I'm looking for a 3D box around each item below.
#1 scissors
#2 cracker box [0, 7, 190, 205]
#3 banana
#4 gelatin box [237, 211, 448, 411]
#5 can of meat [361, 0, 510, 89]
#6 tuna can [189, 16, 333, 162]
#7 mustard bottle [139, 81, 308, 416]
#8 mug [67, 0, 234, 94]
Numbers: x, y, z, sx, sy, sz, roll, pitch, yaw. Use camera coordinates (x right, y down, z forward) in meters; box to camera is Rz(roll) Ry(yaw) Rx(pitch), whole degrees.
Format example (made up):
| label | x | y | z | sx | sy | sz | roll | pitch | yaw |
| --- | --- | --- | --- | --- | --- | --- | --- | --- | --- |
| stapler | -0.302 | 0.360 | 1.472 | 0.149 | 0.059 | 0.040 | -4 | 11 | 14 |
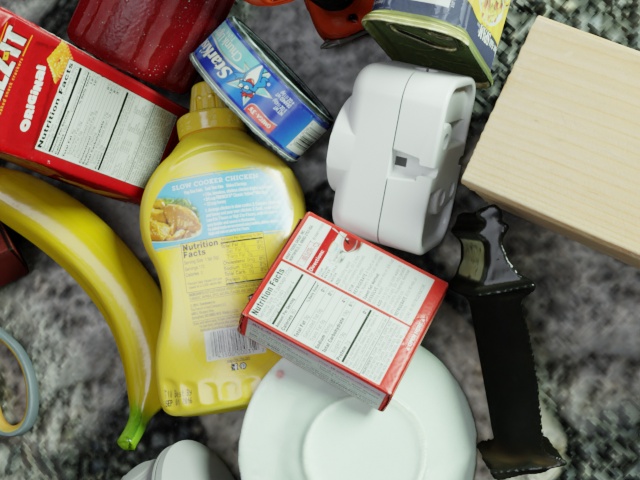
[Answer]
| label | x | y | z | sx | sy | sz | roll | pitch | yaw |
| --- | --- | --- | --- | --- | --- | --- | --- | --- | --- |
| scissors | -0.248 | 0.045 | 0.705 | 0.096 | 0.016 | 0.202 | -32 | 74 | 9 |
| cracker box | -0.189 | -0.085 | 0.594 | 0.164 | 0.213 | 0.072 | 20 | 90 | 21 |
| banana | -0.137 | 0.026 | 0.640 | 0.198 | 0.069 | 0.037 | 55 | 134 | 11 |
| gelatin box | 0.012 | 0.036 | 0.563 | 0.089 | 0.030 | 0.073 | 27 | 61 | 8 |
| can of meat | 0.069 | -0.137 | 0.566 | 0.057 | 0.102 | 0.084 | 15 | 87 | 21 |
| tuna can | -0.032 | -0.086 | 0.605 | 0.034 | 0.086 | 0.086 | -43 | 72 | 9 |
| mustard bottle | -0.054 | 0.001 | 0.615 | 0.096 | 0.058 | 0.191 | -9 | 80 | 2 |
| mug | -0.104 | -0.144 | 0.645 | 0.117 | 0.093 | 0.081 | 38 | 104 | 51 |
